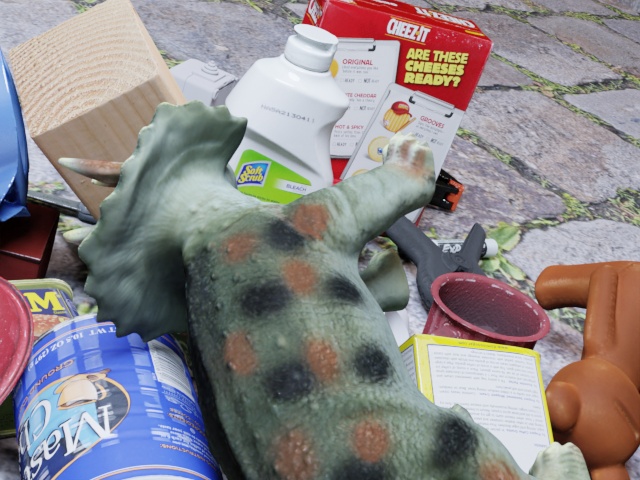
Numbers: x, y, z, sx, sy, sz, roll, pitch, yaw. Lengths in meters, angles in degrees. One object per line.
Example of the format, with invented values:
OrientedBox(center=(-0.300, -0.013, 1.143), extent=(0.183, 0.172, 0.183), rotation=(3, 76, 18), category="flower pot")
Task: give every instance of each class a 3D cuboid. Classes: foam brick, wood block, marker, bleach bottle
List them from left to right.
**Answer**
OrientedBox(center=(-0.220, 0.011, 0.753), extent=(0.053, 0.051, 0.078), rotation=(14, 26, -9), category="foam brick")
OrientedBox(center=(-0.123, -0.057, 0.753), extent=(0.090, 0.206, 0.091), rotation=(-27, 52, 0), category="wood block")
OrientedBox(center=(-0.033, -0.020, 0.715), extent=(0.102, 0.251, 0.068), rotation=(12, 27, -17), category="bleach bottle")
OrientedBox(center=(0.123, 0.008, 1.038), extent=(0.120, 0.020, 0.020), rotation=(0, 32, -36), category="marker")

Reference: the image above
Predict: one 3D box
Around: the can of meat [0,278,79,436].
OrientedBox(center=(-0.188, 0.072, 0.653), extent=(0.101, 0.057, 0.084), rotation=(-1, 36, -36), category="can of meat")

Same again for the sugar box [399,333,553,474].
OrientedBox(center=(0.095, 0.147, 0.628), extent=(0.093, 0.048, 0.176), rotation=(9, 61, -21), category="sugar box")

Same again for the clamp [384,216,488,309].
OrientedBox(center=(0.107, 0.023, 0.957), extent=(0.120, 0.039, 0.171), rotation=(12, 32, -13), category="clamp")

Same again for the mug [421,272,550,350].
OrientedBox(center=(0.109, 0.084, 0.803), extent=(0.093, 0.082, 0.117), rotation=(34, 31, 32), category="mug")

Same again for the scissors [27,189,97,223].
OrientedBox(center=(-0.179, -0.013, 0.871), extent=(0.201, 0.016, 0.096), rotation=(8, 28, -22), category="scissors")

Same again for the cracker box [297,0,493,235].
OrientedBox(center=(0.042, -0.117, 1.000), extent=(0.164, 0.214, 0.072), rotation=(10, 27, -19), category="cracker box")

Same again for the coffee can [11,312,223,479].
OrientedBox(center=(-0.107, 0.119, 0.564), extent=(0.102, 0.103, 0.140), rotation=(7, 28, -24), category="coffee can")
